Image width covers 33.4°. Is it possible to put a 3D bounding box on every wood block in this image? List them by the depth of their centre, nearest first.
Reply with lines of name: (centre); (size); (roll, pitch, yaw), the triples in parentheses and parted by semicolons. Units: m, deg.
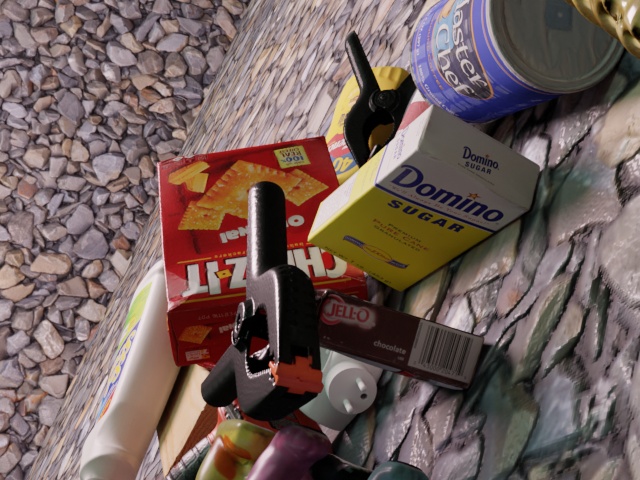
wood block: (-0.093, 0.170, 0.999); (0.090, 0.090, 0.206); (-61, 13, 1)

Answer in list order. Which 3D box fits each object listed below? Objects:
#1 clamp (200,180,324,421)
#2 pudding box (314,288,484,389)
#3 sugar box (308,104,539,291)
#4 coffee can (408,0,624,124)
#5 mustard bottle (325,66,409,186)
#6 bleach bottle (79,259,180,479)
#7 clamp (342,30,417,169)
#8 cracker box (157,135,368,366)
clamp: (-0.034, 0.045, 0.670); (0.210, 0.036, 0.164); (-164, 85, -74)
pudding box: (0.036, 0.062, 0.697); (0.090, 0.113, 0.039); (176, 113, -73)
sugar box: (0.070, -0.025, 0.785); (0.176, 0.093, 0.048); (-39, 27, 59)
coffee can: (0.136, -0.143, 0.758); (0.103, 0.102, 0.140); (-64, 14, -10)
mustard bottle: (0.035, -0.085, 1.090); (0.096, 0.058, 0.191); (-6, 56, 48)
bleach bottle: (-0.174, 0.142, 1.024); (0.103, 0.068, 0.250); (-47, 22, 44)
clamp: (0.076, -0.136, 1.037); (0.120, 0.039, 0.171); (-6, 67, 25)
cracker box: (-0.056, 0.001, 0.935); (0.214, 0.164, 0.072); (-104, 7, -50)
